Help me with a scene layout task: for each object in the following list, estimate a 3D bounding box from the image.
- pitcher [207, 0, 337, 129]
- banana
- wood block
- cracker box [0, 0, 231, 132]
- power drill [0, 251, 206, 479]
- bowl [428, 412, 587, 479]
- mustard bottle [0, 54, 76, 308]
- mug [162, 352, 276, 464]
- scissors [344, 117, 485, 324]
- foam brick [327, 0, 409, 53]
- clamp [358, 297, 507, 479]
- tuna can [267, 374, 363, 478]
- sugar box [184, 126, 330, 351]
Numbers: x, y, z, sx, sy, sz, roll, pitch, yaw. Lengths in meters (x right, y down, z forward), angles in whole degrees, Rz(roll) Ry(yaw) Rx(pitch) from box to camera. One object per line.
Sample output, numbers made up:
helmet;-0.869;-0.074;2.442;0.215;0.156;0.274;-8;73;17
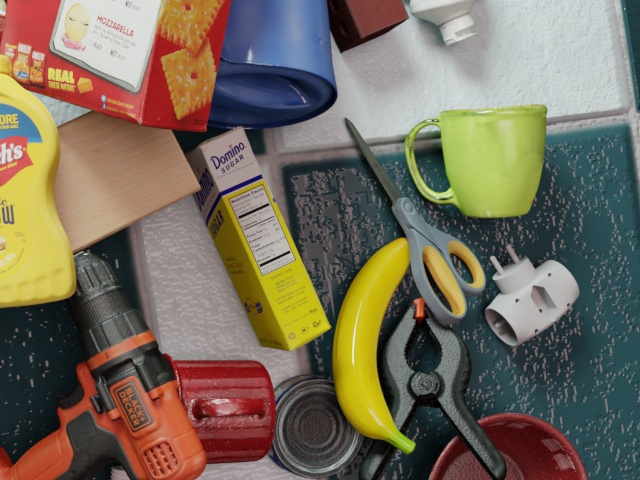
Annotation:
pitcher;-0.053;-0.215;0.854;0.144;0.149;0.243;2;75;-16
banana;0.044;0.083;0.901;0.069;0.037;0.198;11;62;-16
wood block;-0.210;-0.030;0.815;0.205;0.090;0.091;-29;96;-18
cracker box;-0.134;-0.196;0.736;0.071;0.164;0.214;1;105;-52
power drill;-0.196;0.124;0.783;0.188;0.057;0.184;-28;83;13
bowl;0.155;0.231;0.940;0.162;0.055;0.162;1;87;-18
mustard bottle;-0.226;-0.049;0.730;0.096;0.058;0.191;-7;89;-5
mug;-0.081;0.133;0.838;0.081;0.117;0.093;2;75;-23
scissors;0.089;-0.021;0.948;0.096;0.016;0.202;-6;69;-47
foam brick;0.032;-0.212;0.925;0.051;0.053;0.078;-25;95;-18
clamp;0.081;0.134;0.906;0.120;0.039;0.171;-9;59;-2
tuna can;-0.007;0.157;0.902;0.086;0.034;0.086;1;87;-18
sugar box;-0.056;0.001;0.863;0.048;0.093;0.176;-28;95;-18
